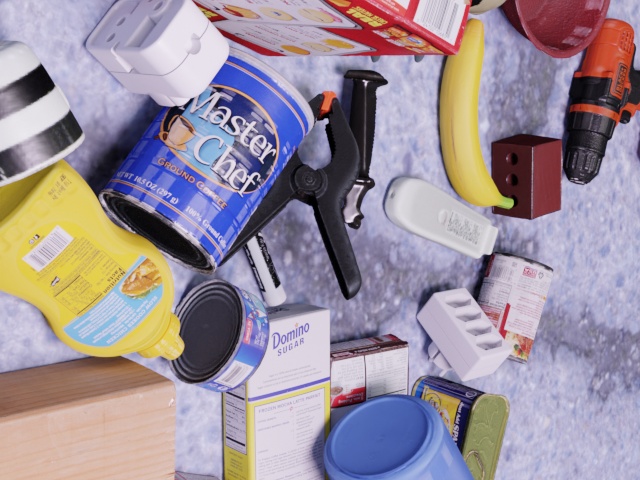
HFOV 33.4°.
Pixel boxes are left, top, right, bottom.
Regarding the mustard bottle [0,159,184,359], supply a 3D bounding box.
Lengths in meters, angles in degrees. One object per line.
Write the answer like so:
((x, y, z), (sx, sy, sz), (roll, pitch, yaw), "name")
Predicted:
((-0.163, 0.030, 0.775), (0.096, 0.058, 0.191), (-44, 128, -3), "mustard bottle")

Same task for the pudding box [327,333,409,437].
((0.036, 0.149, 0.987), (0.089, 0.039, 0.113), (-7, 106, -30), "pudding box")

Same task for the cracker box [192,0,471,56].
((-0.024, -0.188, 0.750), (0.163, 0.214, 0.072), (18, 85, -43), "cracker box")

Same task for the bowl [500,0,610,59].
((0.224, -0.263, 1.063), (0.161, 0.055, 0.162), (-10, 106, -40), "bowl")

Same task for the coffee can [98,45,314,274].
((-0.084, -0.060, 0.799), (0.102, 0.103, 0.140), (46, 69, -38), "coffee can")

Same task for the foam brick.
((0.212, -0.066, 1.097), (0.051, 0.053, 0.078), (-15, 108, -39), "foam brick")

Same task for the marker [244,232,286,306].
((-0.056, 0.001, 0.894), (0.020, 0.020, 0.121), (-37, 121, -31), "marker")

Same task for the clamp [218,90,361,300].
((-0.022, -0.041, 0.863), (0.120, 0.039, 0.171), (8, 72, -14), "clamp")

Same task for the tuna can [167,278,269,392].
((-0.081, 0.076, 0.843), (0.033, 0.086, 0.086), (28, 80, -44), "tuna can")

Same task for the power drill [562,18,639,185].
((0.349, -0.135, 1.201), (0.187, 0.057, 0.184), (17, 88, -43), "power drill")

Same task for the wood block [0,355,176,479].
((-0.210, 0.147, 0.740), (0.205, 0.090, 0.091), (-7, 104, -41), "wood block")

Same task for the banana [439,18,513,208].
((0.144, -0.112, 1.039), (0.069, 0.037, 0.198), (-31, 119, -41), "banana")

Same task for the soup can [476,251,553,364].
((0.194, 0.069, 1.099), (0.068, 0.069, 0.102), (22, 83, -42), "soup can")

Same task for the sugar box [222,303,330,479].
((-0.038, 0.147, 0.925), (0.093, 0.048, 0.176), (-8, 101, -40), "sugar box")

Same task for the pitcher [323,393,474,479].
((0.101, 0.255, 0.950), (0.149, 0.145, 0.242), (-25, 123, 0), "pitcher")

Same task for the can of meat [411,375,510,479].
((0.130, 0.191, 1.057), (0.057, 0.084, 0.102), (12, 91, -43), "can of meat")
